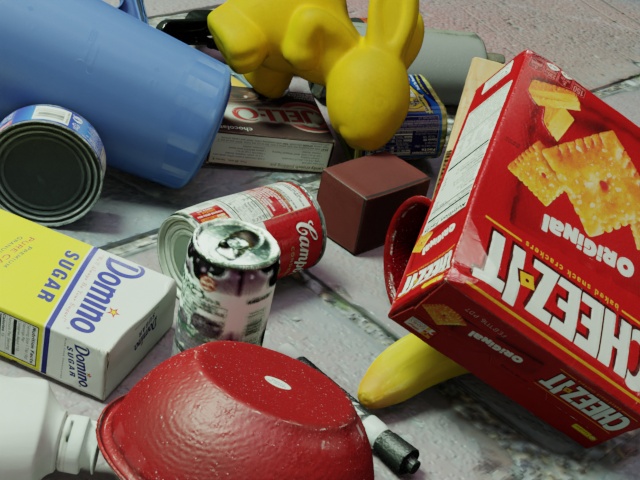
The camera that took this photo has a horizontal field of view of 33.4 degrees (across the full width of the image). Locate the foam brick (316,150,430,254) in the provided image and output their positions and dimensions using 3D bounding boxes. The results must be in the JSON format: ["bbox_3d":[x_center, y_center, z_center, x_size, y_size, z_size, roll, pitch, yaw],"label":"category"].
[{"bbox_3d":[0.040,-0.031,0.849,0.078,0.053,0.051,-19,43,-42],"label":"foam brick"}]

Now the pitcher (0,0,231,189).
[{"bbox_3d":[-0.193,-0.142,0.820,0.242,0.149,0.145,22,30,-16],"label":"pitcher"}]

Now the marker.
[{"bbox_3d":[0.015,0.104,0.657,0.020,0.020,0.121,-20,43,-41],"label":"marker"}]

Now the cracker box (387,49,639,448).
[{"bbox_3d":[0.157,-0.001,0.700,0.164,0.072,0.213,33,53,-12],"label":"cracker box"}]

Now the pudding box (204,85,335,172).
[{"bbox_3d":[-0.052,-0.099,0.938,0.113,0.039,0.090,2,33,-17],"label":"pudding box"}]

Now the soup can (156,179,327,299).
[{"bbox_3d":[-0.055,0.001,0.751,0.102,0.068,0.069,-19,43,-40],"label":"soup can"}]

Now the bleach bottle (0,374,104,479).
[{"bbox_3d":[-0.241,0.082,0.568,0.250,0.068,0.102,12,32,-5],"label":"bleach bottle"}]

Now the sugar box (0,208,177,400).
[{"bbox_3d":[-0.189,0.030,0.681,0.176,0.048,0.093,18,32,12],"label":"sugar box"}]

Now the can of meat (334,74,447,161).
[{"bbox_3d":[0.061,-0.113,0.970,0.084,0.057,0.102,-3,34,-11],"label":"can of meat"}]

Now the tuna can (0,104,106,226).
[{"bbox_3d":[-0.199,-0.055,0.773,0.086,0.086,0.034,7,31,-8],"label":"tuna can"}]

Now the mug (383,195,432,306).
[{"bbox_3d":[0.097,0.017,0.772,0.081,0.093,0.117,1,-4,-26],"label":"mug"}]

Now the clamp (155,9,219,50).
[{"bbox_3d":[-0.090,-0.204,1.066,0.120,0.039,0.171,19,20,-1],"label":"clamp"}]

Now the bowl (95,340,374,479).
[{"bbox_3d":[-0.034,0.099,0.568,0.162,0.055,0.162,21,13,-5],"label":"bowl"}]

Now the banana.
[{"bbox_3d":[0.110,0.078,0.712,0.197,0.037,0.070,0,32,-19],"label":"banana"}]
